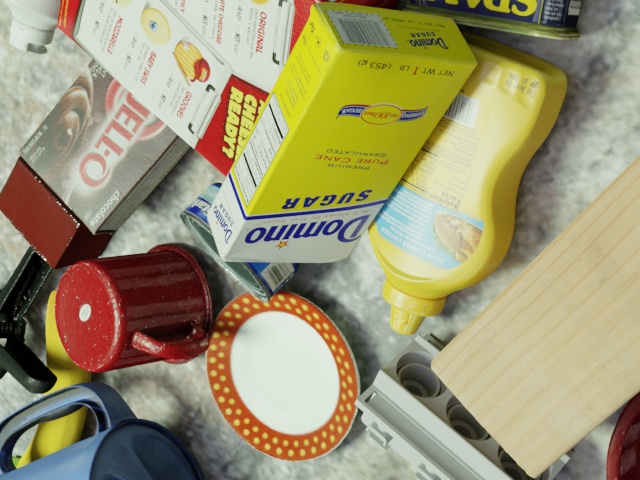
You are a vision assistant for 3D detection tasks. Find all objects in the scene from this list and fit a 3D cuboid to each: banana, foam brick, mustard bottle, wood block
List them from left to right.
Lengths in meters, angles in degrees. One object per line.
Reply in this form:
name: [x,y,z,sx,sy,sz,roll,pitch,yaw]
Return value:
banana: [-0.224,0.136,0.889,0.070,0.037,0.198,32,116,19]
foam brick: [-0.203,-0.025,0.829,0.078,0.052,0.051,45,119,14]
mustard bottle: [0.077,-0.028,0.659,0.096,0.058,0.192,29,115,31]
wood block: [0.170,0.027,0.599,0.090,0.090,0.206,48,120,13]

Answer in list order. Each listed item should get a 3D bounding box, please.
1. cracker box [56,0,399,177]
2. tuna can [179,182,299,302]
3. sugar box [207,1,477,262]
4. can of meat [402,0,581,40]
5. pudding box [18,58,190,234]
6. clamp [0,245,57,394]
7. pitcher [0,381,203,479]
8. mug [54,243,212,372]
cracker box: [-0.068,-0.149,0.689,0.214,0.072,0.164,41,137,16]
tuna can: [-0.055,0.001,0.730,0.086,0.086,0.033,41,77,16]
sugar box: [0.007,-0.055,0.624,0.176,0.093,0.048,-61,40,40]
can of meat: [0.104,-0.165,0.614,0.102,0.057,0.084,16,107,27]
pudding box: [-0.152,-0.074,0.781,0.090,0.039,0.113,45,104,15]
clamp: [-0.259,0.064,0.879,0.172,0.039,0.120,-7,71,47]
pitcher: [-0.218,0.224,0.838,0.243,0.149,0.145,-22,127,27]
mug: [-0.131,0.056,0.775,0.117,0.081,0.093,31,114,36]
